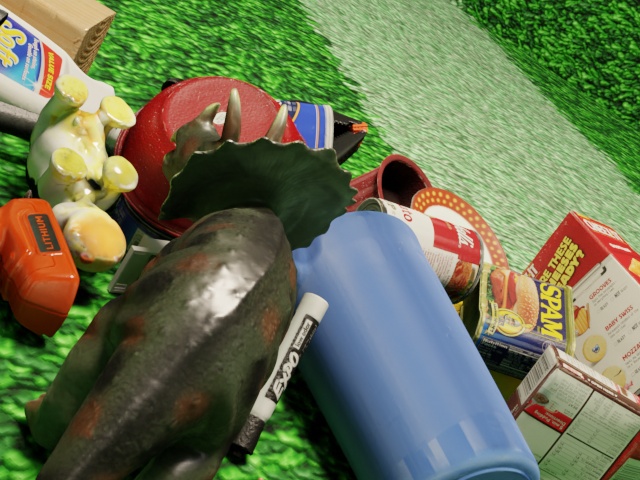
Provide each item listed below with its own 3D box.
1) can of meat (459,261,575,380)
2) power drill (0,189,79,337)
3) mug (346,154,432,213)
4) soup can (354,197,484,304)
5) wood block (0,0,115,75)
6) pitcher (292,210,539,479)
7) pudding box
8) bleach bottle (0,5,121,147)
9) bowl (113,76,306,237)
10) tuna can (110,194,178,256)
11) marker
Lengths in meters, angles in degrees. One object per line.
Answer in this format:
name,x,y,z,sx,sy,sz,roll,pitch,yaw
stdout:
can of meat,0.166,0.071,0.910,0.084,0.057,0.102,18,38,-3
power drill,-0.246,0.009,0.648,0.187,0.057,0.184,15,28,-36
mug,0.055,-0.018,1.043,0.093,0.082,0.117,39,46,-30
soup can,0.078,0.009,0.907,0.102,0.069,0.068,18,26,-24
wood block,-0.310,-0.220,0.995,0.206,0.091,0.090,30,23,-5
pitcher,0.064,0.103,0.775,0.149,0.145,0.243,-16,44,-12
pudding box,0.189,0.153,0.843,0.090,0.114,0.039,30,20,-6
bleach bottle,-0.272,-0.155,0.923,0.250,0.068,0.102,28,47,-10
bowl,-0.080,-0.076,0.835,0.162,0.055,0.162,6,53,-8
tuna can,-0.128,-0.009,0.868,0.086,0.034,0.086,27,23,-13
marker,-0.029,0.090,0.714,0.020,0.121,0.020,24,-21,10
